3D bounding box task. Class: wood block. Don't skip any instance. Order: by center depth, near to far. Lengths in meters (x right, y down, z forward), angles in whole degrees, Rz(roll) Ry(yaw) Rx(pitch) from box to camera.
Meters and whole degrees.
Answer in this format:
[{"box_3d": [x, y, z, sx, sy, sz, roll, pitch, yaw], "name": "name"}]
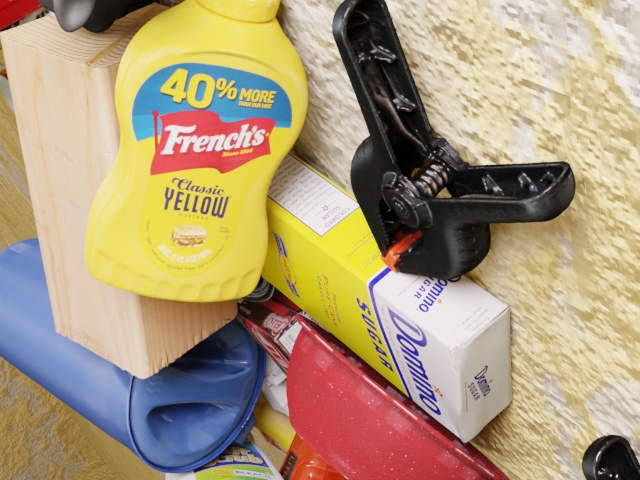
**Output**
[{"box_3d": [-0.117, -0.033, 0.654, 0.090, 0.090, 0.206, 22, 128, 33], "name": "wood block"}]

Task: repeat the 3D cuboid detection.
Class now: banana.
[{"box_3d": [-0.009, 0.198, 0.966, 0.197, 0.037, 0.070, 49, 145, -14], "name": "banana"}]

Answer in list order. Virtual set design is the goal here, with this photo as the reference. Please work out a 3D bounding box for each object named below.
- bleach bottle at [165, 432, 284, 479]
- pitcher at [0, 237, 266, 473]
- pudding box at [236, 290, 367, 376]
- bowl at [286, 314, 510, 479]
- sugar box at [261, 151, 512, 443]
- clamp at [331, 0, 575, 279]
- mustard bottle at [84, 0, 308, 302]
[{"box_3d": [-0.087, 0.194, 0.862, 0.251, 0.102, 0.068, -148, 66, -71], "name": "bleach bottle"}, {"box_3d": [-0.164, 0.084, 0.853, 0.243, 0.144, 0.149, 19, 115, 40], "name": "pitcher"}, {"box_3d": [-0.004, 0.087, 0.750, 0.113, 0.039, 0.090, 50, 170, -21], "name": "pudding box"}, {"box_3d": [0.034, 0.114, 0.635, 0.162, 0.055, 0.162, 37, 179, 1], "name": "bowl"}, {"box_3d": [0.028, 0.029, 0.602, 0.176, 0.048, 0.093, 40, 157, 35], "name": "sugar box"}, {"box_3d": [0.054, -0.022, 0.472, 0.120, 0.039, 0.171, 48, 166, 25], "name": "clamp"}, {"box_3d": [-0.058, -0.061, 0.543, 0.058, 0.096, 0.192, -107, 30, -57], "name": "mustard bottle"}]
